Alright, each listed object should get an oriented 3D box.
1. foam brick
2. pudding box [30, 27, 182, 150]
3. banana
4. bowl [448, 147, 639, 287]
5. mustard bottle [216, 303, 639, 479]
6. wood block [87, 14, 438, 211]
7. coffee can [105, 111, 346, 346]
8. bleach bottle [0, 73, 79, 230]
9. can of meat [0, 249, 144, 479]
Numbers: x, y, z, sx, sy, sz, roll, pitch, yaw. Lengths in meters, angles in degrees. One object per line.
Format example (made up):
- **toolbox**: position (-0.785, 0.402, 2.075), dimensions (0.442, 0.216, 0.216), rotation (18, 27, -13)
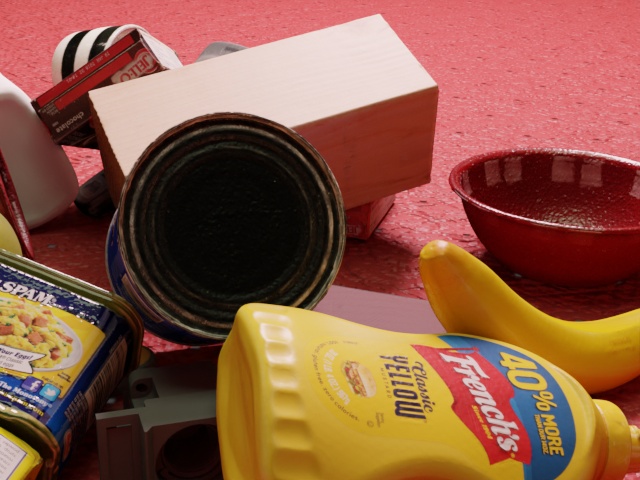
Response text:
- **foam brick**: position (0.027, 0.059, 0.533), dimensions (0.078, 0.053, 0.051), rotation (9, 24, 17)
- **pudding box**: position (-0.141, -0.103, 0.749), dimensions (0.090, 0.039, 0.113), rotation (-32, 1, 7)
- **banana**: position (0.117, 0.043, 0.532), dimensions (0.197, 0.069, 0.037), rotation (7, -2, -38)
- **bowl**: position (0.164, -0.012, 0.706), dimensions (0.162, 0.055, 0.162), rotation (1, 23, -1)
- **mustard bottle**: position (0.056, 0.080, 0.445), dimensions (0.191, 0.058, 0.096), rotation (9, 38, -20)
- **wood block**: position (-0.037, -0.066, 0.706), dimensions (0.205, 0.090, 0.091), rotation (-18, 49, -15)
- **coffee can**: position (-0.053, 0.001, 0.534), dimensions (0.102, 0.103, 0.140), rotation (-4, -5, -14)
- **bleach bottle**: position (-0.253, -0.087, 0.830), dimensions (0.068, 0.102, 0.251), rotation (-30, 24, -11)
- **can of meat**: position (-0.144, 0.057, 0.485), dimensions (0.102, 0.057, 0.083), rotation (21, 40, 6)
